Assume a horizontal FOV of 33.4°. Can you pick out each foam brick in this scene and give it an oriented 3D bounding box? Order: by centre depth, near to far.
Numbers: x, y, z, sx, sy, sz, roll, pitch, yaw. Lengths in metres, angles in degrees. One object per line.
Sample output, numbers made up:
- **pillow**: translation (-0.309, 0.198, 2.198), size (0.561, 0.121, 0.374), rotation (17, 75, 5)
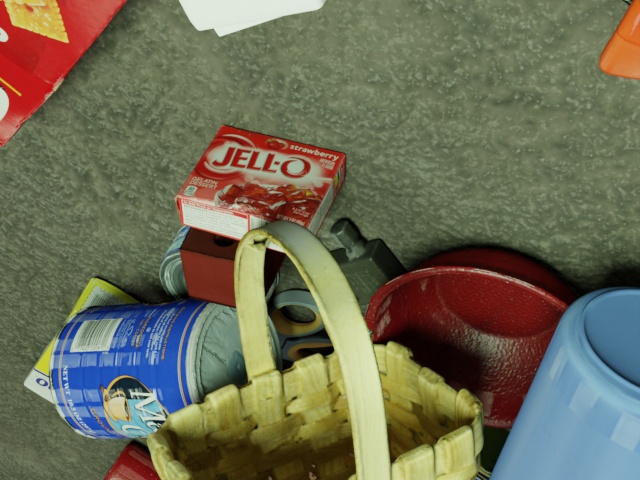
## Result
- **foam brick**: translation (-0.055, 0.001, 0.725), size (0.053, 0.078, 0.051), rotation (11, 138, 14)

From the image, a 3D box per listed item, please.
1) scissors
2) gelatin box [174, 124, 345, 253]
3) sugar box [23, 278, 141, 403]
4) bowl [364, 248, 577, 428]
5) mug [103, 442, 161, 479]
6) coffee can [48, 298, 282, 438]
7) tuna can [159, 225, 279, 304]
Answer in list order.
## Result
- **scissors**: translation (-0.057, 0.074, 0.853), size (0.202, 0.016, 0.096), rotation (0, 136, 27)
- **gelatin box**: translation (-0.037, -0.034, 0.681), size (0.089, 0.073, 0.030), rotation (15, 139, 14)
- **sugar box**: translation (-0.194, 0.106, 0.941), size (0.093, 0.048, 0.176), rotation (33, 139, -9)
- **bowl**: translation (0.113, 0.056, 0.712), size (0.162, 0.055, 0.162), rotation (15, 139, 13)
- **mug**: translation (-0.179, 0.256, 1.078), size (0.081, 0.093, 0.117), rotation (33, 177, -1)
- **coffee can**: translation (-0.113, 0.094, 0.783), size (0.141, 0.102, 0.102), rotation (-6, 131, 34)
- **tuna can**: translation (-0.076, 0.026, 0.799), size (0.086, 0.033, 0.086), rotation (15, 140, 13)
